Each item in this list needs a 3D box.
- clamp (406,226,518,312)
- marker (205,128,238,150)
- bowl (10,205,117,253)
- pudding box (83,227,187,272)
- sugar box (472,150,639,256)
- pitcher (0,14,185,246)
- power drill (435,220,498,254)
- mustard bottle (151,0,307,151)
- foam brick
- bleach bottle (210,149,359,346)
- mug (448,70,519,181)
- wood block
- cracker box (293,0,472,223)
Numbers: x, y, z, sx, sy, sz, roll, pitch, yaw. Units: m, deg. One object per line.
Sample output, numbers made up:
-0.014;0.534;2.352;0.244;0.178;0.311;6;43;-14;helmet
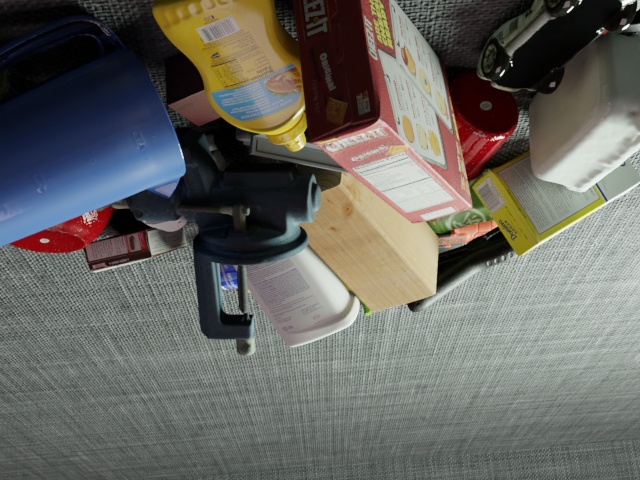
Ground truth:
0.194;0.015;1.317;0.210;0.036;0.164;-29;-170;5;clamp
-0.142;-0.100;1.158;0.121;0.020;0.020;-12;157;17;marker
-0.315;-0.024;1.236;0.162;0.055;0.162;0;162;0;bowl
-0.228;0.006;1.323;0.090;0.039;0.113;-13;-175;17;pudding box
0.257;-0.061;1.150;0.175;0.093;0.048;-26;170;-32;sugar box
-0.255;-0.080;0.944;0.242;0.149;0.145;-26;164;-14;pitcher
0.134;0.010;1.437;0.184;0.057;0.188;-3;158;-6;power drill
-0.059;-0.149;0.919;0.096;0.058;0.191;-18;132;16;mustard bottle
-0.101;-0.151;1.003;0.078;0.051;0.053;-17;154;26;foam brick
-0.058;0.001;1.217;0.103;0.068;0.250;-23;114;20;bleach bottle
0.139;-0.125;1.088;0.117;0.093;0.082;36;145;-2;mug
0.045;-0.019;1.213;0.090;0.090;0.206;-18;133;30;wood block
0.056;-0.126;0.948;0.072;0.164;0.213;-18;155;23;cracker box
